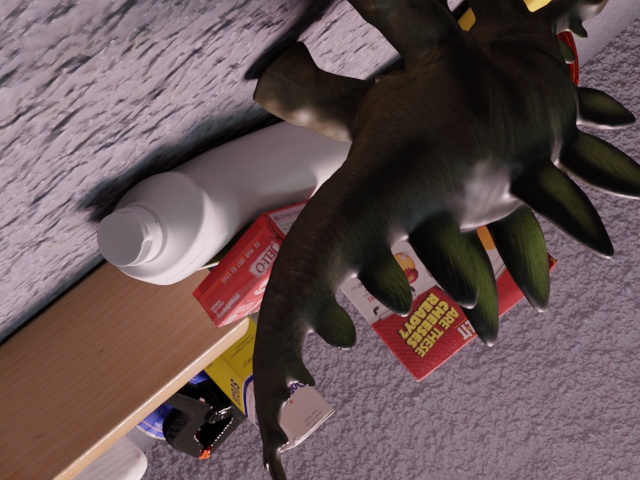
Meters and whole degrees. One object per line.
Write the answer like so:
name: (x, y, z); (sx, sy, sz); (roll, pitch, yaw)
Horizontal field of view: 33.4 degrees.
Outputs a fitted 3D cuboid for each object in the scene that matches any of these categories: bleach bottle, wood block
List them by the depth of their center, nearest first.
bleach bottle: (-0.049, -0.028, 0.659); (0.103, 0.068, 0.250); (-45, 171, 24)
wood block: (-0.155, 0.089, 0.709); (0.206, 0.091, 0.090); (-40, 175, -12)

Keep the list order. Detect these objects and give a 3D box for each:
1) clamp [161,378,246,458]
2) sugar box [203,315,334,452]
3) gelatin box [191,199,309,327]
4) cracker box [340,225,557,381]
clamp: (-0.107, 0.149, 0.991); (0.164, 0.036, 0.210); (-15, 149, -34)
sugar box: (-0.071, 0.092, 0.865); (0.048, 0.176, 0.093); (-39, 175, -19)
gelatin box: (-0.027, 0.011, 0.645); (0.073, 0.030, 0.089); (-46, 169, 26)
cracker box: (0.087, -0.005, 0.994); (0.164, 0.214, 0.072); (-43, 174, 24)
